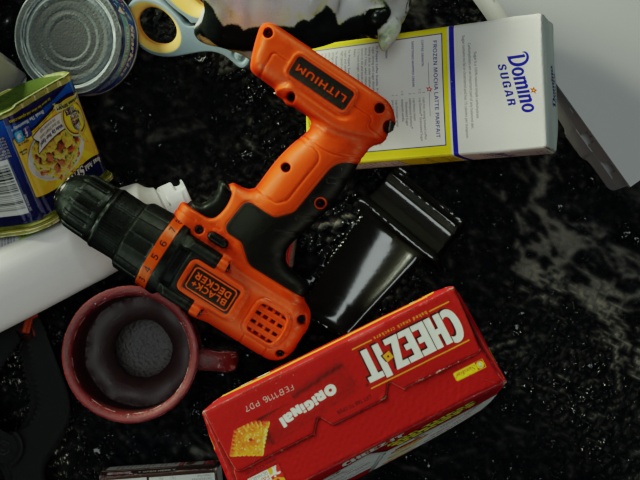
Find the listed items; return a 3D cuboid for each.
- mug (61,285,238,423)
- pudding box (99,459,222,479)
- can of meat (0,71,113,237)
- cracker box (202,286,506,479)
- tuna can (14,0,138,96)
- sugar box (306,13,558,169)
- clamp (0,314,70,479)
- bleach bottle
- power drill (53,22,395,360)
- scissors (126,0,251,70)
[{"bbox_3d":[-0.117,0.080,0.761,0.117,0.081,0.093,3,87,1],"label":"mug"},{"bbox_3d":[-0.113,0.220,0.776,0.090,0.039,0.113,-4,89,-2],"label":"pudding box"},{"bbox_3d":[-0.201,-0.062,0.745,0.058,0.102,0.084,-5,115,26],"label":"can of meat"},{"bbox_3d":[0.027,0.108,0.692,0.164,0.213,0.072,-27,76,0],"label":"cracker box"},{"bbox_3d":[-0.180,-0.149,0.787,0.086,0.033,0.086,2,99,10],"label":"tuna can"},{"bbox_3d":[0.077,-0.101,0.756,0.176,0.048,0.093,-2,88,22],"label":"sugar box"},{"bbox_3d":[-0.222,0.156,0.760,0.164,0.036,0.210,25,65,-26],"label":"clamp"},{"bbox_3d":[-0.206,0.021,0.747,0.250,0.103,0.068,-24,107,-9],"label":"bleach bottle"},{"bbox_3d":[-0.054,-0.041,0.686,0.184,0.057,0.188,33,95,-3],"label":"power drill"},{"bbox_3d":[-0.072,-0.131,0.781,0.096,0.016,0.202,-38,88,34],"label":"scissors"}]
